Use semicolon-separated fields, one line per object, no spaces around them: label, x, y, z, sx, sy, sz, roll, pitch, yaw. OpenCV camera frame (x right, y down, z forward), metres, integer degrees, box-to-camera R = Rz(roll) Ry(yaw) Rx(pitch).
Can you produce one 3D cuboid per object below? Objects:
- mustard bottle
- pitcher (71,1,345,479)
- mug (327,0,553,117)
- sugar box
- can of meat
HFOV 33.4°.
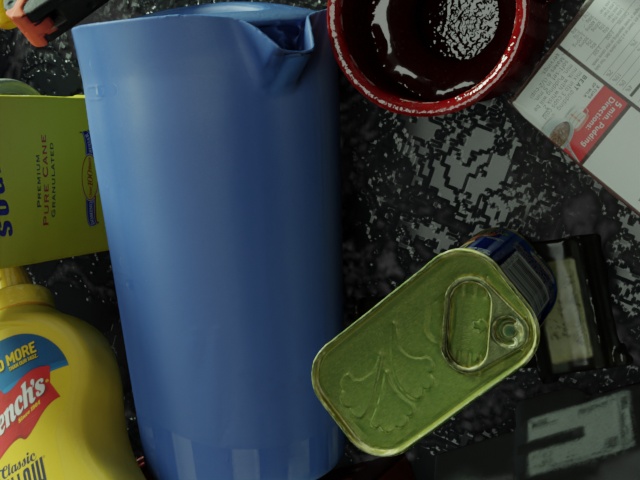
mustard bottle;-0.144;0.096;0.556;0.096;0.058;0.192;-34;60;22
pitcher;-0.054;0.001;0.559;0.145;0.149;0.243;-2;100;10
mug;0.071;-0.109;0.499;0.117;0.081;0.093;-20;89;24
sugar box;-0.171;-0.032;0.571;0.048;0.176;0.093;3;98;25
can of meat;0.056;0.042;0.487;0.102;0.083;0.057;-41;84;22
